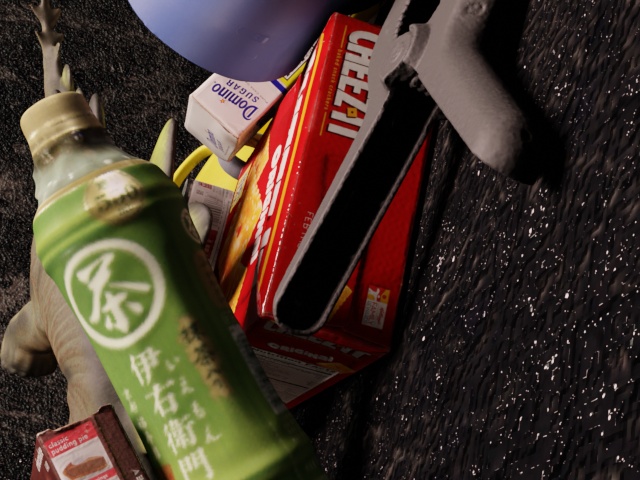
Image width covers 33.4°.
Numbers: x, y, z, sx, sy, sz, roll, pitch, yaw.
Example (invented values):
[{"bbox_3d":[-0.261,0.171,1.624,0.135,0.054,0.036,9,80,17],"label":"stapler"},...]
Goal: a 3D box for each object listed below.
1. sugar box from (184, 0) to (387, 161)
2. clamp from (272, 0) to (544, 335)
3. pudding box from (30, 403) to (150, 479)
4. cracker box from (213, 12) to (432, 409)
[{"bbox_3d":[-0.011,-0.129,0.682,0.176,0.048,0.093,-49,3,-9],"label":"sugar box"},{"bbox_3d":[0.050,-0.071,0.443,0.165,0.036,0.210,-32,35,57],"label":"clamp"},{"bbox_3d":[-0.097,0.133,0.483,0.090,0.039,0.114,59,151,14],"label":"pudding box"},{"bbox_3d":[-0.010,-0.003,0.599,0.214,0.072,0.164,132,152,-68],"label":"cracker box"}]
